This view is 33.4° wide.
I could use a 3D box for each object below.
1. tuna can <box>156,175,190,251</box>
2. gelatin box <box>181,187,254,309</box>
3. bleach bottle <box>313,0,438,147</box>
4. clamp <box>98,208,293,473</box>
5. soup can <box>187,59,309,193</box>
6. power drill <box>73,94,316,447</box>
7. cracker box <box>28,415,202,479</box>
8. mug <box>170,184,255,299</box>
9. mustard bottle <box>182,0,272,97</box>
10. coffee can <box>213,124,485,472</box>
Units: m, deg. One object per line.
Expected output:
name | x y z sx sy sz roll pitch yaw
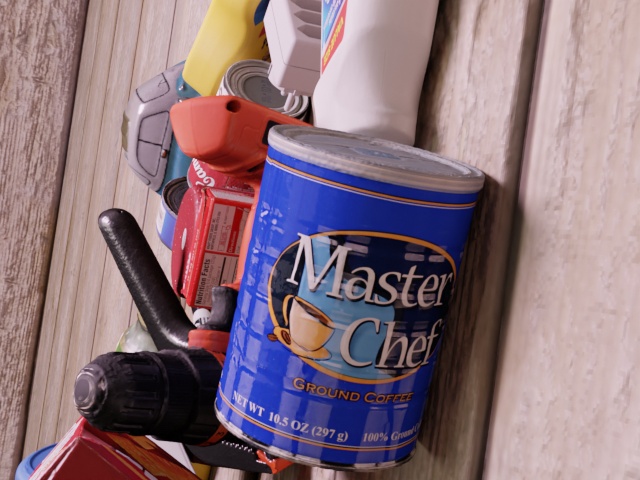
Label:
tuna can | -0.086 -0.016 0.845 0.086 0.086 0.034 -110 32 -55
gelatin box | -0.040 0.010 0.690 0.030 0.089 0.073 -131 52 -67
bleach bottle | 0.034 -0.144 0.587 0.103 0.068 0.251 167 109 -72
clamp | -0.097 0.097 0.734 0.210 0.036 0.165 40 129 26
soup can | -0.055 -0.077 0.810 0.068 0.068 0.102 -99 26 -42
power drill | -0.053 0.019 0.591 0.057 0.184 0.187 -1 80 38
cracker box | -0.085 0.169 0.585 0.072 0.164 0.214 -52 5 -10
mug | -0.055 0.001 0.751 0.117 0.081 0.093 133 142 -59
mustard bottle | -0.040 -0.191 0.794 0.096 0.058 0.192 -41 -10 -40
coffee can | 0.012 0.024 0.512 0.103 0.102 0.140 -136 57 -68
